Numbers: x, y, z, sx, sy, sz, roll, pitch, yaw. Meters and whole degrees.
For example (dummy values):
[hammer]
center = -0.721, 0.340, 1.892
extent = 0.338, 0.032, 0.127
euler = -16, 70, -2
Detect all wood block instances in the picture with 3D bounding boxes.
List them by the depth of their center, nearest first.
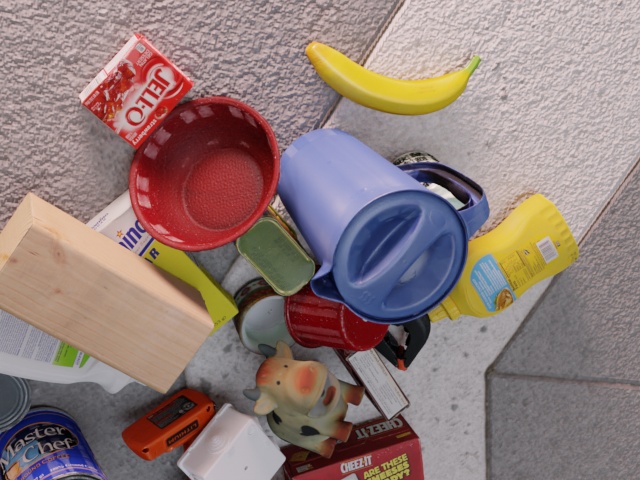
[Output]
[wood block]
center = -0.218, 0.053, 1.045
extent = 0.205, 0.091, 0.090
euler = 33, 100, -26

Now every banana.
[banana]
center = 0.075, -0.168, 1.130
extent = 0.197, 0.037, 0.069
euler = 0, 95, -21

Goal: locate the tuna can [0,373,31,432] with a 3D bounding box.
[tuna can]
center = -0.350, 0.160, 1.127
extent = 0.086, 0.034, 0.086
euler = -7, 115, -16

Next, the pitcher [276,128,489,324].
[pitcher]
center = 0.047, -0.031, 1.060
extent = 0.149, 0.243, 0.145
euler = 17, 106, -25

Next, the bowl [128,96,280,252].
[bowl]
center = -0.108, -0.060, 1.070
extent = 0.162, 0.162, 0.055
euler = -42, 156, 2

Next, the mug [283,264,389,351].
[mug]
center = 0.026, 0.064, 1.148
extent = 0.093, 0.082, 0.117
euler = 39, 66, -39

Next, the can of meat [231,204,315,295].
[can of meat]
center = -0.057, 0.001, 1.130
extent = 0.057, 0.084, 0.102
euler = -41, 119, 2

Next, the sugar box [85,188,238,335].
[sugar box]
center = -0.177, 0.040, 1.127
extent = 0.093, 0.048, 0.176
euler = -40, 121, 2

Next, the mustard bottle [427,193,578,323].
[mustard bottle]
center = 0.204, 0.035, 1.250
extent = 0.191, 0.058, 0.096
euler = -35, 122, -2

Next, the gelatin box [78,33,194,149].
[gelatin box]
center = -0.181, -0.147, 1.051
extent = 0.089, 0.030, 0.073
euler = -46, 119, 5

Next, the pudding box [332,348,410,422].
[pudding box]
center = 0.049, 0.142, 1.226
extent = 0.039, 0.090, 0.113
euler = -37, 121, -4

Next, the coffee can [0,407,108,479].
[coffee can]
center = -0.282, 0.253, 1.124
extent = 0.102, 0.140, 0.103
euler = -11, 115, -25

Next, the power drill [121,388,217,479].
[power drill]
center = -0.157, 0.277, 1.210
extent = 0.184, 0.057, 0.187
euler = -35, 123, -29

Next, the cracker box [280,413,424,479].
[cracker box]
center = 0.047, 0.336, 1.324
extent = 0.164, 0.072, 0.214
euler = -15, 116, -13

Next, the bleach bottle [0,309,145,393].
[bleach bottle]
center = -0.284, 0.106, 1.100
extent = 0.250, 0.068, 0.102
euler = 25, 75, -28

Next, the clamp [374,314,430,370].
[clamp]
center = 0.074, 0.074, 1.225
extent = 0.120, 0.039, 0.171
euler = 8, 122, 14
